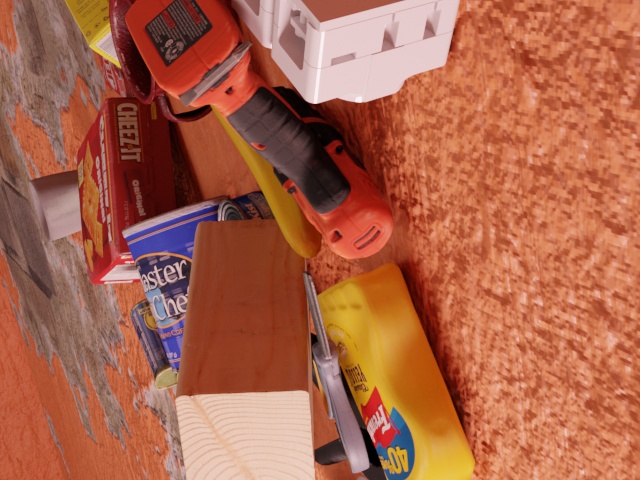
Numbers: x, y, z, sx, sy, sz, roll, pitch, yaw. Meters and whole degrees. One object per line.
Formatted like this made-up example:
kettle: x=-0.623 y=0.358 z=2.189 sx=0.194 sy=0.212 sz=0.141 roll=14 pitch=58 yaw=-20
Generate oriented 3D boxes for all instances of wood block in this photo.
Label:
wood block: x=-0.052 y=0.077 z=0.794 sx=0.206 sy=0.090 sz=0.091 roll=-92 pitch=0 yaw=-56

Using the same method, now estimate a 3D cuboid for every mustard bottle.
mustard bottle: x=0.058 y=0.115 z=0.724 sx=0.191 sy=0.058 sz=0.096 roll=68 pitch=159 yaw=6

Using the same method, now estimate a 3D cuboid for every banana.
banana: x=-0.046 y=-0.067 z=0.814 sx=0.037 sy=0.069 sz=0.198 roll=-40 pitch=73 yaw=25

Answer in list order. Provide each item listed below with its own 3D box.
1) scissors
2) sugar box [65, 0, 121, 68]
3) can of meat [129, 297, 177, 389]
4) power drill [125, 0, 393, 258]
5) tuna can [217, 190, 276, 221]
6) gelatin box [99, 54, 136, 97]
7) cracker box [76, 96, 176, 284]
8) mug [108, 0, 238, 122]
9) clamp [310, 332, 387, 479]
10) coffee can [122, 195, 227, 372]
scissors: x=0.010 y=0.094 z=0.688 sx=0.202 sy=0.016 sz=0.096 roll=85 pitch=164 yaw=-69
sugar box: x=-0.213 y=-0.237 z=1.022 sx=0.176 sy=0.048 sz=0.093 roll=56 pitch=-169 yaw=29
can of meat: x=-0.136 y=0.094 z=1.096 sx=0.084 sy=0.102 sz=0.057 roll=64 pitch=155 yaw=22
power drill: x=-0.040 y=-0.088 z=0.683 sx=0.187 sy=0.057 sz=0.185 roll=42 pitch=-172 yaw=-42
tuna can: x=-0.056 y=0.001 z=0.923 sx=0.086 sy=0.033 sz=0.086 roll=49 pitch=149 yaw=42
gelatin box: x=-0.211 y=-0.197 z=1.122 sx=0.073 sy=0.030 sz=0.089 roll=38 pitch=141 yaw=53
cracker box: x=-0.211 y=-0.047 z=1.148 sx=0.214 sy=0.072 sz=0.164 roll=153 pitch=112 yaw=-68
mug: x=-0.114 y=-0.154 z=0.867 sx=0.093 sy=0.081 sz=0.117 roll=19 pitch=125 yaw=62
clamp: x=0.027 y=0.137 z=0.838 sx=0.172 sy=0.039 sz=0.120 roll=4 pitch=116 yaw=59
coffee can: x=-0.113 y=0.040 z=0.996 sx=0.103 sy=0.102 sz=0.140 roll=-17 pitch=92 yaw=68
